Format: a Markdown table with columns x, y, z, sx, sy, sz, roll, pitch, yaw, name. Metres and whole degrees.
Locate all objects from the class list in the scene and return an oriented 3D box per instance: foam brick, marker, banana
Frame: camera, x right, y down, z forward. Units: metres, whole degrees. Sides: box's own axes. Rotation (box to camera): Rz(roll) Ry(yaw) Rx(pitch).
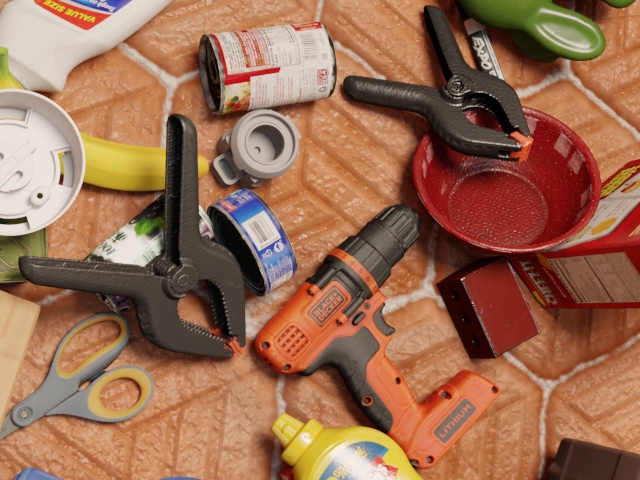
| x | y | z | sx | sy | sz | roll | pitch | yaw | name |
| --- | --- | --- | --- | --- | --- | --- | --- | --- | --- |
| 0.148 | 0.059 | 0.942 | 0.051 | 0.053 | 0.078 | -25 | 91 | -17 | foam brick |
| 0.150 | -0.174 | 0.984 | 0.020 | 0.020 | 0.121 | -21 | 91 | -18 | marker |
| -0.185 | -0.077 | 0.849 | 0.197 | 0.037 | 0.070 | 27 | 121 | -31 | banana |

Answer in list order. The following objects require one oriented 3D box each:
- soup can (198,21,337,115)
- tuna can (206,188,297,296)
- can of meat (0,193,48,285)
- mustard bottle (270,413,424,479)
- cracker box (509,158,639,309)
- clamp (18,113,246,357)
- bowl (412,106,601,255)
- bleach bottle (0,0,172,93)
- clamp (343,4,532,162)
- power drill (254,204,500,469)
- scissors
| x | y | z | sx | sy | sz | roll | pitch | yaw | name |
| --- | --- | --- | --- | --- | --- | --- | --- | --- | --- |
| -0.045 | -0.146 | 0.898 | 0.102 | 0.069 | 0.068 | -11 | 88 | -18 | soup can |
| -0.056 | 0.001 | 0.870 | 0.033 | 0.086 | 0.086 | -32 | 94 | -19 | tuna can |
| -0.241 | -0.016 | 0.818 | 0.057 | 0.084 | 0.102 | -3 | 85 | -17 | can of meat |
| 0.038 | 0.205 | 0.849 | 0.192 | 0.058 | 0.096 | 39 | 79 | 8 | mustard bottle |
| 0.284 | -0.011 | 0.905 | 0.164 | 0.214 | 0.072 | -36 | 97 | -17 | cracker box |
| -0.124 | 0.029 | 0.818 | 0.164 | 0.036 | 0.210 | -40 | 130 | -18 | clamp |
| 0.159 | -0.043 | 0.934 | 0.162 | 0.055 | 0.162 | 0 | 56 | 0 | bowl |
| -0.174 | -0.202 | 0.870 | 0.102 | 0.068 | 0.250 | 41 | 77 | -9 | bleach bottle |
| 0.106 | -0.122 | 0.930 | 0.120 | 0.039 | 0.171 | -38 | 66 | -7 | clamp |
| 0.063 | 0.086 | 0.913 | 0.184 | 0.057 | 0.187 | -45 | 95 | -12 | power drill |
| -0.215 | 0.145 | 0.845 | 0.096 | 0.016 | 0.201 | 44 | 75 | -8 | scissors |
